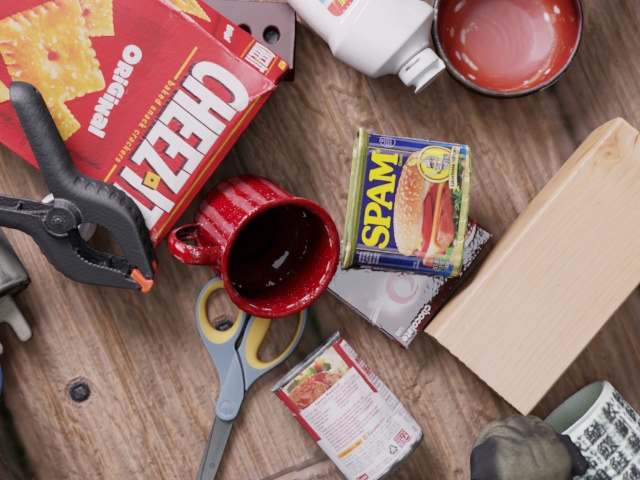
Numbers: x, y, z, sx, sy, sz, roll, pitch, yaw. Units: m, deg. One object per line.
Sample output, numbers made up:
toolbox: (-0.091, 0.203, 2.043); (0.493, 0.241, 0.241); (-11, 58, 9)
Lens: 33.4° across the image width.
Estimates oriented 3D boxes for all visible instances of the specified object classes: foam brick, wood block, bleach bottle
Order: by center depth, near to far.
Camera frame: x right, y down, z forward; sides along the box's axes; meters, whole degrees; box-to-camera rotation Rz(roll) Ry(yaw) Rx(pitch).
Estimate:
bleach bottle: (0.006, -0.217, 0.777); (0.102, 0.068, 0.251); (-40, 87, -1)
wood block: (0.178, 0.020, 0.794); (0.091, 0.090, 0.206); (40, 89, 2)
foam brick: (-0.058, -0.154, 0.823); (0.078, 0.051, 0.053); (2, 88, 1)

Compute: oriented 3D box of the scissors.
scissors: (-0.085, 0.113, 0.834); (0.096, 0.016, 0.202); (33, 89, 4)

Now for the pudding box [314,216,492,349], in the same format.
pudding box: (0.063, 0.012, 0.822); (0.090, 0.039, 0.113); (37, 89, 2)

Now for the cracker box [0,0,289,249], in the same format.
cracker box: (-0.157, -0.120, 0.771); (0.213, 0.072, 0.164); (36, 113, -8)

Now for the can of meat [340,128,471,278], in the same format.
can of meat: (0.062, -0.025, 0.777); (0.084, 0.057, 0.102); (7, 85, -2)

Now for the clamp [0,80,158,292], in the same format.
clamp: (-0.181, -0.031, 0.756); (0.171, 0.039, 0.120); (30, 120, -14)

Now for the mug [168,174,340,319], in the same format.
mug: (-0.055, 0.001, 0.785); (0.117, 0.082, 0.093); (-7, 113, -26)

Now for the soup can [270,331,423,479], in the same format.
soup can: (0.021, 0.129, 0.806); (0.068, 0.068, 0.102); (-41, 89, 0)
